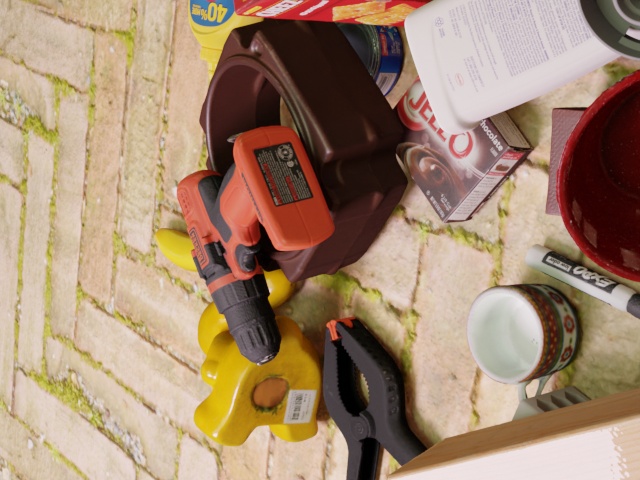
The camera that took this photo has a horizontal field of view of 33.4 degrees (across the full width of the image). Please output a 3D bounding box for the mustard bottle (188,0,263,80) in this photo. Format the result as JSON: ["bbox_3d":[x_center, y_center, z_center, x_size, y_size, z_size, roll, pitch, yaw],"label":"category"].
[{"bbox_3d":[-0.092,-0.254,1.060,0.096,0.058,0.192,21,110,42],"label":"mustard bottle"}]

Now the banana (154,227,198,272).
[{"bbox_3d":[-0.116,0.001,1.135,0.198,0.037,0.069,-18,63,46],"label":"banana"}]

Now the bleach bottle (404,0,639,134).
[{"bbox_3d":[0.186,-0.159,0.734,0.251,0.068,0.102,-18,96,33],"label":"bleach bottle"}]

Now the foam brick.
[{"bbox_3d":[0.199,-0.056,0.763,0.053,0.051,0.078,12,104,46],"label":"foam brick"}]

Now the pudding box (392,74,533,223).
[{"bbox_3d":[0.108,-0.084,0.870,0.090,0.039,0.113,-53,57,36],"label":"pudding box"}]

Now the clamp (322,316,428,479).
[{"bbox_3d":[0.056,0.168,0.958,0.165,0.036,0.210,-22,78,48],"label":"clamp"}]

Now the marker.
[{"bbox_3d":[0.204,0.033,0.791,0.121,0.020,0.020,30,116,42],"label":"marker"}]

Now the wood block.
[{"bbox_3d":[0.161,0.165,0.710,0.207,0.090,0.091,-24,86,38],"label":"wood block"}]

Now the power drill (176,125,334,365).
[{"bbox_3d":[-0.056,0.001,0.899,0.188,0.057,0.184,-41,70,58],"label":"power drill"}]

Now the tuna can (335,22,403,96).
[{"bbox_3d":[0.033,-0.164,0.948,0.086,0.033,0.086,7,100,48],"label":"tuna can"}]
